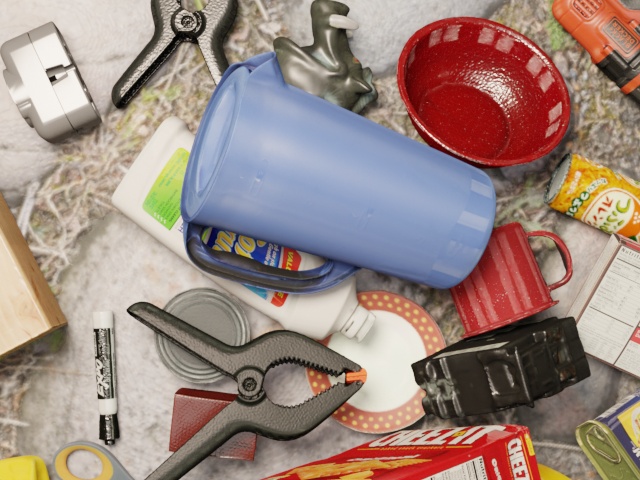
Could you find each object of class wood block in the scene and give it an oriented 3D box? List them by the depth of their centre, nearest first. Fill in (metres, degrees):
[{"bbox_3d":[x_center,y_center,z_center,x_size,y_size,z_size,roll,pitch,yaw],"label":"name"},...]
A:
[{"bbox_3d":[-0.312,0.003,0.926,0.091,0.090,0.206,-28,91,-4],"label":"wood block"}]

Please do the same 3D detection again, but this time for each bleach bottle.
[{"bbox_3d":[-0.056,0.001,0.947,0.251,0.068,0.102,35,92,1],"label":"bleach bottle"}]

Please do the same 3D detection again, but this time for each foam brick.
[{"bbox_3d":[-0.094,0.164,0.954,0.078,0.051,0.053,8,89,-3],"label":"foam brick"}]

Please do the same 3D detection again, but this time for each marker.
[{"bbox_3d":[-0.194,0.124,0.964,0.020,0.020,0.121,-3,89,-4],"label":"marker"}]

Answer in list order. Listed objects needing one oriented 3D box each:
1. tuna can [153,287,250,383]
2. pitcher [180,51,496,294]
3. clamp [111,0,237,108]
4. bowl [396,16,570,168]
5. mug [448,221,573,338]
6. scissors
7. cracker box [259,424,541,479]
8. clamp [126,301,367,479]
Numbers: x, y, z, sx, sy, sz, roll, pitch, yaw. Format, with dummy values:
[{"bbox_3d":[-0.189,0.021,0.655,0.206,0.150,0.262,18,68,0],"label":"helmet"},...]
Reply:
[{"bbox_3d":[-0.106,0.085,0.964,0.086,0.034,0.086,0,88,-4],"label":"tuna can"},{"bbox_3d":[0.012,-0.034,0.873,0.242,0.149,0.145,19,64,-18],"label":"pitcher"},{"bbox_3d":[-0.110,-0.186,0.970,0.120,0.039,0.171,17,87,-4],"label":"clamp"},{"bbox_3d":[0.139,-0.121,0.957,0.162,0.055,0.162,6,60,-11],"label":"bowl"},{"bbox_3d":[0.166,0.030,0.953,0.117,0.093,0.081,-22,85,12],"label":"mug"},{"bbox_3d":[-0.155,0.217,0.966,0.201,0.016,0.096,-11,89,-4],"label":"scissors"},{"bbox_3d":[0.048,0.206,0.860,0.213,0.164,0.072,-10,88,-41],"label":"cracker box"},{"bbox_3d":[-0.067,0.117,0.916,0.210,0.036,0.164,-11,78,-6],"label":"clamp"}]
